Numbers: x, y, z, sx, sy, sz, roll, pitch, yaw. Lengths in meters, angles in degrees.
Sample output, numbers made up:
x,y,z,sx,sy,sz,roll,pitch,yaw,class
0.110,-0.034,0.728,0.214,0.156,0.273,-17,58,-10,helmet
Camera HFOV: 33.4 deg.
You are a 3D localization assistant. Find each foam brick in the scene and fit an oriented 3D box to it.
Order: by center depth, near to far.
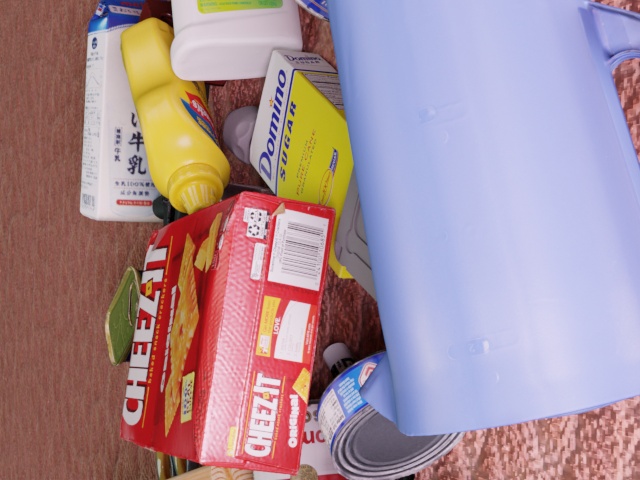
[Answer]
x,y,z,sx,sy,sz,roll,pitch,yaw,class
-0.118,-0.173,0.933,0.051,0.078,0.053,-63,37,42,foam brick

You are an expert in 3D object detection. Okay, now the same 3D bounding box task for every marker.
x,y,z,sx,sy,sz,roll,pitch,yaw,class
0.032,0.116,0.704,0.121,0.020,0.020,60,140,43,marker

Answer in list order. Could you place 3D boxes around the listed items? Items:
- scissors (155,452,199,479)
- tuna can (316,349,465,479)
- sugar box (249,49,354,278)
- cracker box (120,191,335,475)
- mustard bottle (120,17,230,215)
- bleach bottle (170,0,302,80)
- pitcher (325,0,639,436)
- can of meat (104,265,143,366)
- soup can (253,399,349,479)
x,y,z,sx,sy,sz,roll,pitch,yaw,class
-0.158,0.165,1.064,0.202,0.016,0.096,63,141,42,scissors
0.042,0.100,0.615,0.086,0.086,0.034,-67,34,36,tuna can
0.004,-0.057,0.733,0.176,0.048,0.093,48,131,50,sugar box
-0.071,0.064,0.719,0.214,0.072,0.164,166,114,-66,cracker box
-0.110,-0.086,0.836,0.096,0.058,0.192,62,-174,-47,mustard bottle
-0.079,-0.252,0.834,0.068,0.102,0.251,123,140,-68,bleach bottle
0.083,-0.044,0.468,0.145,0.149,0.243,155,103,-69,pitcher
-0.138,0.068,0.957,0.102,0.083,0.057,-56,42,46,can of meat
-0.013,0.164,0.734,0.069,0.068,0.102,-28,64,59,soup can
